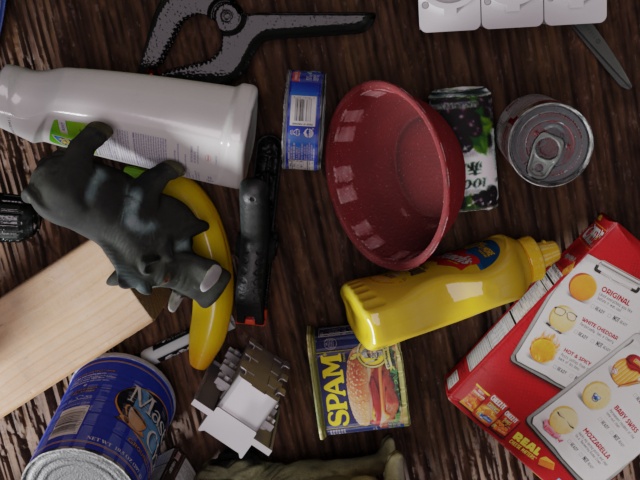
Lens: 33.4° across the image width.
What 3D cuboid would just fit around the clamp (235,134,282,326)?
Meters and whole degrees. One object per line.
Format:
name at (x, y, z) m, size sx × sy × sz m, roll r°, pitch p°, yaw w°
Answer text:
clamp at (-0.056, 0.001, 0.926) m, size 0.039 × 0.120 × 0.171 m, roll 6°, pitch 106°, yaw 8°

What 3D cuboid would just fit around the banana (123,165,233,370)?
banana at (-0.113, 0.016, 0.965) m, size 0.070 × 0.037 × 0.198 m, roll -19°, pitch 91°, yaw 15°

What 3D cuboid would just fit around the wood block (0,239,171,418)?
wood block at (-0.249, 0.078, 0.965) m, size 0.206 × 0.091 × 0.090 m, roll -33°, pitch 99°, yaw 9°

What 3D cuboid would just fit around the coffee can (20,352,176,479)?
coffee can at (-0.193, 0.180, 0.947) m, size 0.103 × 0.140 × 0.103 m, roll 3°, pitch 118°, yaw 5°

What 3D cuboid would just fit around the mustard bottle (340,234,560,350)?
mustard bottle at (0.118, 0.038, 0.927) m, size 0.191 × 0.096 × 0.058 m, roll -18°, pitch 102°, yaw -8°

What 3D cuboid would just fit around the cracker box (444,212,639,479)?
cracker box at (0.241, 0.107, 0.952) m, size 0.164 × 0.072 × 0.214 m, roll 41°, pitch 100°, yaw -6°

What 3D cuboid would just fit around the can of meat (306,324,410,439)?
can of meat at (0.035, 0.125, 0.976) m, size 0.084 × 0.057 × 0.102 m, roll -7°, pitch 101°, yaw 3°

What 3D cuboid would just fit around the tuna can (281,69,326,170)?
tuna can at (-0.014, -0.103, 0.915) m, size 0.034 × 0.086 × 0.086 m, roll 4°, pitch 102°, yaw 1°

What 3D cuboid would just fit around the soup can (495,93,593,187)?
soup can at (0.185, -0.086, 0.897) m, size 0.068 × 0.102 × 0.068 m, roll 1°, pitch 102°, yaw 3°

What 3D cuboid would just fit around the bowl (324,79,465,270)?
bowl at (0.072, -0.058, 0.907) m, size 0.055 × 0.162 × 0.162 m, roll -14°, pitch 104°, yaw -34°

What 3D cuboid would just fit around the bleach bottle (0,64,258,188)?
bleach bottle at (-0.182, -0.109, 0.913) m, size 0.251 × 0.103 × 0.068 m, roll 11°, pitch 63°, yaw 0°

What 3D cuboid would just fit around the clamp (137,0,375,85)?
clamp at (-0.080, -0.206, 0.920) m, size 0.210 × 0.036 × 0.164 m, roll -29°, pitch 100°, yaw 11°

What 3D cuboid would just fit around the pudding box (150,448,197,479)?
pudding box at (-0.176, 0.249, 0.998) m, size 0.113 × 0.090 × 0.039 m, roll -33°, pitch 98°, yaw 9°

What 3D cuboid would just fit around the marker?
marker at (-0.137, 0.098, 0.999) m, size 0.121 × 0.020 × 0.020 m, roll -25°, pitch 100°, yaw 8°
